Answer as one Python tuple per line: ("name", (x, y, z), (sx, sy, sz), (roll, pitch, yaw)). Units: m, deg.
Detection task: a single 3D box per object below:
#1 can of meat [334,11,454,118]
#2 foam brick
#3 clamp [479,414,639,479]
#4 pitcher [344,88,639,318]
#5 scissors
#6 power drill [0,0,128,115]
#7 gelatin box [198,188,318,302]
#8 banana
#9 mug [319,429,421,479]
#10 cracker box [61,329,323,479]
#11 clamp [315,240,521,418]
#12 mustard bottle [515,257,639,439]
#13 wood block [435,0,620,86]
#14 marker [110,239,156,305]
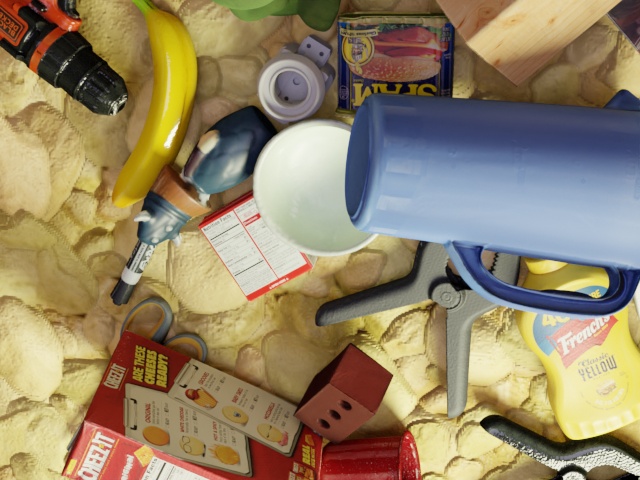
("can of meat", (0.063, -0.147, 0.890), (0.102, 0.057, 0.084), (2, 107, 8))
("foam brick", (0.021, 0.142, 0.984), (0.053, 0.051, 0.078), (36, 138, -4))
("clamp", (0.227, 0.209, 0.997), (0.171, 0.039, 0.120), (-11, 112, 6))
("pitcher", (0.146, -0.039, 0.836), (0.242, 0.149, 0.145), (5, 126, -9))
("scissors", (-0.178, 0.148, 1.053), (0.096, 0.016, 0.202), (24, 111, 0))
("power drill", (-0.202, -0.222, 0.897), (0.184, 0.057, 0.188), (39, 109, 2))
("gelatin box", (-0.056, 0.001, 0.975), (0.073, 0.030, 0.089), (-29, 102, 19))
("banana", (-0.145, -0.116, 0.948), (0.070, 0.037, 0.198), (23, 111, 33))
("mug", (0.050, 0.235, 1.016), (0.082, 0.093, 0.117), (-6, 144, 16))
("cracker box", (-0.107, 0.185, 0.964), (0.213, 0.164, 0.072), (24, 111, -7))
("clamp", (0.119, 0.054, 0.961), (0.164, 0.036, 0.210), (41, 110, -6))
("mustard bottle", (0.225, 0.074, 0.936), (0.096, 0.058, 0.191), (-23, 104, 5))
("wood block", (0.190, -0.227, 0.806), (0.206, 0.090, 0.091), (-40, 56, 19))
("marker", (-0.167, 0.011, 1.002), (0.020, 0.020, 0.121), (29, 111, -2))
